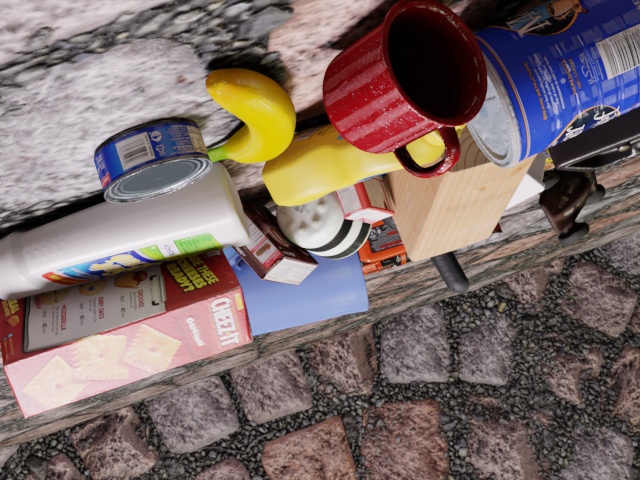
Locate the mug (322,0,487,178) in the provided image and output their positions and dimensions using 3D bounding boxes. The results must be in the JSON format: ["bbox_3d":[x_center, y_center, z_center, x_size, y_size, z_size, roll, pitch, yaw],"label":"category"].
[{"bbox_3d":[0.060,-0.099,0.743,0.093,0.117,0.082,-24,180,-38],"label":"mug"}]

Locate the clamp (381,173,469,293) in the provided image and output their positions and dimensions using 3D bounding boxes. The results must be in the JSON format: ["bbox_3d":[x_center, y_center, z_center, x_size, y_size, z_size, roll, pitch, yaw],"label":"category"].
[{"bbox_3d":[0.119,-0.036,1.164,0.039,0.171,0.120,-33,-162,47],"label":"clamp"}]

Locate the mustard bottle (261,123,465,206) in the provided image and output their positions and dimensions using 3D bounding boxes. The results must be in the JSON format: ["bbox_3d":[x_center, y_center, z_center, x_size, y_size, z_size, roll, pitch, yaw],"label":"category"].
[{"bbox_3d":[0.044,-0.080,0.858,0.192,0.058,0.096,-16,-166,46],"label":"mustard bottle"}]

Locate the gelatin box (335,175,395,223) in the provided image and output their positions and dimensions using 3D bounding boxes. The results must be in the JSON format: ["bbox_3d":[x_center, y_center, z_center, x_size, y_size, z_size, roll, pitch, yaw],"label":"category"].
[{"bbox_3d":[0.037,-0.056,1.033,0.030,0.073,0.089,-22,171,18],"label":"gelatin box"}]

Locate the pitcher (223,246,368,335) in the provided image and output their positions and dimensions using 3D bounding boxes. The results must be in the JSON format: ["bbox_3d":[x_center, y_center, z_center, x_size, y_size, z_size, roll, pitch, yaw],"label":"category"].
[{"bbox_3d":[-0.073,0.043,1.243,0.242,0.149,0.145,-15,-163,-6],"label":"pitcher"}]

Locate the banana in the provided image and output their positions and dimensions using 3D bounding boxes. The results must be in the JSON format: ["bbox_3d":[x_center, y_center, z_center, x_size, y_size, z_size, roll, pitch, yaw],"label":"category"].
[{"bbox_3d":[-0.051,-0.088,0.799,0.069,0.037,0.198,-19,170,-10],"label":"banana"}]

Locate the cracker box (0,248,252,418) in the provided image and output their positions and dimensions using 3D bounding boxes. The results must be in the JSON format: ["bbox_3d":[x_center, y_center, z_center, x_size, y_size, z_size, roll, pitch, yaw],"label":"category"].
[{"bbox_3d":[-0.188,0.062,0.993,0.213,0.072,0.164,-17,-147,-11],"label":"cracker box"}]

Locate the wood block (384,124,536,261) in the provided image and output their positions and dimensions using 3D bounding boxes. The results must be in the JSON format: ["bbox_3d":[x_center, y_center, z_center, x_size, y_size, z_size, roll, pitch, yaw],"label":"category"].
[{"bbox_3d":[0.124,-0.067,1.000,0.090,0.091,0.206,-17,160,-11],"label":"wood block"}]

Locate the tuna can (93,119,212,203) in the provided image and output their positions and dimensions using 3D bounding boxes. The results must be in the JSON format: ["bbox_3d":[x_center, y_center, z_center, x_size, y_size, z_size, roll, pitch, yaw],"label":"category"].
[{"bbox_3d":[-0.128,-0.060,0.813,0.086,0.034,0.086,-19,170,-4],"label":"tuna can"}]

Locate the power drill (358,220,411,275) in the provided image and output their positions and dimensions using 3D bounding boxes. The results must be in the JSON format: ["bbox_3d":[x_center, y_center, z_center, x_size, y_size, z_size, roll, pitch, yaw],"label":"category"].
[{"bbox_3d":[0.107,0.005,1.539,0.184,0.057,0.188,-19,170,-6],"label":"power drill"}]

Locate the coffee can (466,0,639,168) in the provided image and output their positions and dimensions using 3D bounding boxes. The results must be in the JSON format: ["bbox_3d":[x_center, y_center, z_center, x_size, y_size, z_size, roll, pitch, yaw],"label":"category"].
[{"bbox_3d":[0.179,-0.128,0.797,0.140,0.103,0.103,-25,171,-6],"label":"coffee can"}]

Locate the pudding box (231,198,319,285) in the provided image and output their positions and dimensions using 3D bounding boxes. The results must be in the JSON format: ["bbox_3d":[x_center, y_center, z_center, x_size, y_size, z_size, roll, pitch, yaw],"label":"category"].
[{"bbox_3d":[-0.057,0.001,1.098,0.039,0.090,0.113,-47,164,11],"label":"pudding box"}]

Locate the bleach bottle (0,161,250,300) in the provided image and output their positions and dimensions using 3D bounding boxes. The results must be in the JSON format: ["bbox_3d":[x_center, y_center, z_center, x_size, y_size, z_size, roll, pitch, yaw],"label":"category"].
[{"bbox_3d":[-0.193,0.003,0.947,0.251,0.068,0.102,-18,166,1],"label":"bleach bottle"}]
